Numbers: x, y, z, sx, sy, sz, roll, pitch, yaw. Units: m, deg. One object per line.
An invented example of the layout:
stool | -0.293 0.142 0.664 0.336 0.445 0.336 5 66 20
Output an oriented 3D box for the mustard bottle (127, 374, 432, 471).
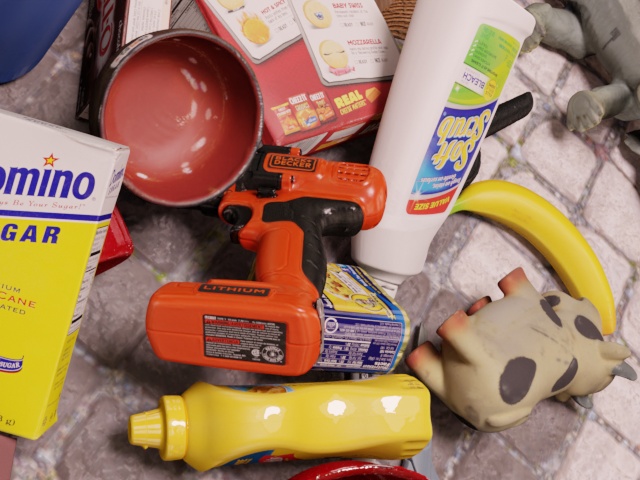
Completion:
mustard bottle | -0.030 0.120 0.703 0.191 0.096 0.058 1 81 -18

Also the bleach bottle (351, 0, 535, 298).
bleach bottle | 0.084 -0.069 0.825 0.102 0.068 0.251 14 96 -52

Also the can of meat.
can of meat | 0.003 0.053 0.759 0.083 0.057 0.102 7 23 -31

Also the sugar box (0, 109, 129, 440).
sugar box | -0.180 0.017 0.620 0.093 0.048 0.176 16 97 -1

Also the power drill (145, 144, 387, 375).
power drill | -0.055 0.001 0.701 0.184 0.057 0.187 5 39 7

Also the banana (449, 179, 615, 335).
banana | 0.192 0.004 0.932 0.197 0.037 0.069 35 85 -10

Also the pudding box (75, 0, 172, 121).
pudding box | -0.139 -0.149 0.762 0.039 0.090 0.113 11 65 -28

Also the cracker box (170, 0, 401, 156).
cracker box | -0.036 -0.171 0.845 0.163 0.072 0.214 -23 81 -38
